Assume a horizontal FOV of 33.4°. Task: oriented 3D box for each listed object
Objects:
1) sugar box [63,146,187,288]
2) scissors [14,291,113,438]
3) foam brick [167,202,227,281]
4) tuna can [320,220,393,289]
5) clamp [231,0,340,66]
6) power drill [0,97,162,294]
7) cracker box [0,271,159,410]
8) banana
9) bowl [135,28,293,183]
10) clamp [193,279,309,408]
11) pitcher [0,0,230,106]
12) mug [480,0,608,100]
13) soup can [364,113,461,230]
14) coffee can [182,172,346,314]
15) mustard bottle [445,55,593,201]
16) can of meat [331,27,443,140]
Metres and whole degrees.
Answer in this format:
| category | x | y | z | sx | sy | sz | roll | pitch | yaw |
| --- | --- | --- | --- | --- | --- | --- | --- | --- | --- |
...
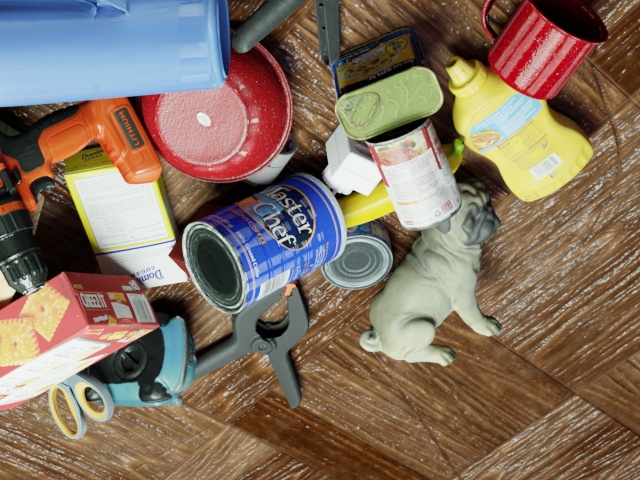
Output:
| category | x | y | z | sx | sy | sz | roll | pitch | yaw |
| --- | --- | --- | --- | --- | --- | --- | --- | --- | --- |
| sugar box | -0.208 | -0.023 | 1.160 | 0.093 | 0.048 | 0.176 | -9 | 134 | 0 |
| scissors | -0.295 | 0.134 | 1.227 | 0.096 | 0.016 | 0.202 | -7 | 103 | 26 |
| foam brick | -0.117 | 0.007 | 1.164 | 0.051 | 0.078 | 0.053 | 12 | 151 | 47 |
| tuna can | 0.040 | 0.015 | 1.225 | 0.086 | 0.034 | 0.086 | -3 | 130 | -4 |
| clamp | -0.014 | -0.236 | 0.990 | 0.120 | 0.039 | 0.172 | -11 | 134 | -35 |
| power drill | -0.250 | -0.060 | 1.020 | 0.187 | 0.184 | 0.057 | -25 | 178 | -29 |
| cracker box | -0.303 | 0.110 | 1.131 | 0.214 | 0.072 | 0.164 | -29 | 169 | 14 |
| banana | 0.079 | -0.060 | 1.155 | 0.198 | 0.037 | 0.069 | -30 | 153 | 24 |
| bowl | -0.110 | -0.124 | 1.041 | 0.162 | 0.055 | 0.162 | 3 | 112 | 8 |
| clamp | -0.081 | 0.121 | 1.300 | 0.164 | 0.036 | 0.210 | 8 | 127 | -13 |
| pitcher | -0.206 | -0.188 | 0.941 | 0.243 | 0.149 | 0.145 | -2 | 121 | 2 |
| mug | 0.207 | -0.198 | 1.035 | 0.117 | 0.093 | 0.082 | 37 | 128 | 5 |
| soup can | 0.094 | -0.070 | 1.067 | 0.068 | 0.068 | 0.102 | -20 | 113 | 11 |
| coffee can | -0.057 | 0.001 | 1.109 | 0.140 | 0.103 | 0.103 | -28 | 141 | -35 |
| mustard bottle | 0.194 | -0.125 | 1.106 | 0.096 | 0.058 | 0.191 | -37 | 125 | 22 |
| can of meat | 0.062 | -0.156 | 1.049 | 0.102 | 0.084 | 0.057 | -20 | 129 | 11 |
